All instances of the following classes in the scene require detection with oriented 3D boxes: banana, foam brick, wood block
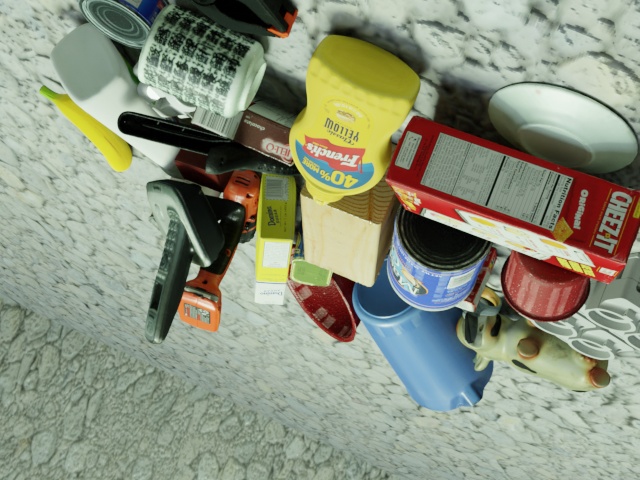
[{"bbox_3d":[-0.287,-0.139,1.394,0.070,0.037,0.197,35,169,34],"label":"banana"},{"bbox_3d":[-0.121,-0.103,1.200,0.053,0.078,0.051,21,160,13],"label":"foam brick"},{"bbox_3d":[0.037,-0.033,1.165,0.090,0.090,0.206,22,162,8],"label":"wood block"}]

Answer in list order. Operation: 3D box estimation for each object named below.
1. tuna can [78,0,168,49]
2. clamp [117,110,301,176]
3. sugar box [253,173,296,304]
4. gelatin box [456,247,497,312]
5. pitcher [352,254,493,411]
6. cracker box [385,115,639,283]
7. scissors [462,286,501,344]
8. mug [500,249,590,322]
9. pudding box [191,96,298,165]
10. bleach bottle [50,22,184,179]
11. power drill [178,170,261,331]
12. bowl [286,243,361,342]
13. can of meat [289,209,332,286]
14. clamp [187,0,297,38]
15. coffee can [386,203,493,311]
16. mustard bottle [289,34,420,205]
[{"bbox_3d":[-0.188,-0.222,1.025,0.086,0.033,0.086,23,162,8],"label":"tuna can"},{"bbox_3d":[-0.084,-0.090,1.103,0.209,0.036,0.165,6,-164,-39],"label":"clamp"},{"bbox_3d":[-0.059,0.002,1.328,0.048,0.093,0.176,5,150,-6],"label":"sugar box"},{"bbox_3d":[0.149,0.033,1.232,0.089,0.073,0.030,18,160,23],"label":"gelatin box"},{"bbox_3d":[0.129,0.114,1.425,0.149,0.145,0.242,0,148,28],"label":"pitcher"},{"bbox_3d":[0.176,-0.036,0.963,0.214,0.072,0.164,20,177,13],"label":"cracker box"},{"bbox_3d":[0.163,0.075,1.256,0.096,0.016,0.201,30,-162,16],"label":"scissors"},{"bbox_3d":[0.226,0.016,1.082,0.117,0.093,0.081,58,169,24],"label":"mug"},{"bbox_3d":[-0.064,-0.118,1.082,0.113,0.039,0.090,26,-165,4],"label":"pudding box"},{"bbox_3d":[-0.199,-0.139,1.210,0.103,0.068,0.250,57,-174,30],"label":"bleach bottle"},{"bbox_3d":[-0.125,0.018,1.365,0.057,0.187,0.184,17,158,4],"label":"power drill"},{"bbox_3d":[0.013,0.058,1.453,0.162,0.055,0.162,43,155,25],"label":"bowl"},{"bbox_3d":[-0.003,0.004,1.317,0.057,0.084,0.102,12,162,1],"label":"can of meat"},{"bbox_3d":[-0.105,-0.220,0.913,0.171,0.039,0.120,32,162,-19],"label":"clamp"},{"bbox_3d":[0.126,0.007,1.141,0.103,0.102,0.140,23,162,8],"label":"coffee can"},{"bbox_3d":[0.021,-0.095,0.977,0.096,0.058,0.192,25,144,4],"label":"mustard bottle"}]
